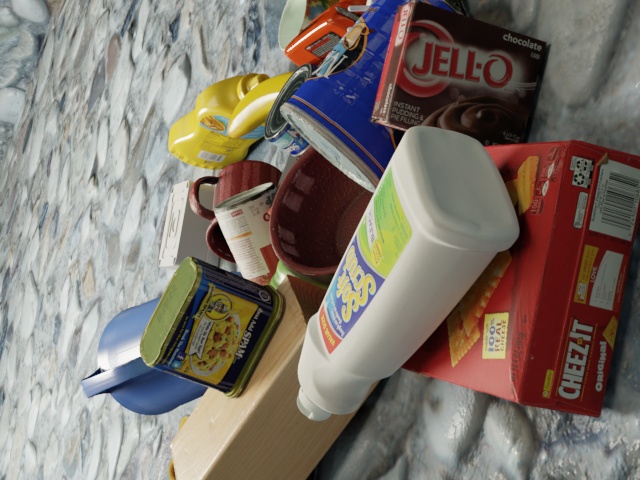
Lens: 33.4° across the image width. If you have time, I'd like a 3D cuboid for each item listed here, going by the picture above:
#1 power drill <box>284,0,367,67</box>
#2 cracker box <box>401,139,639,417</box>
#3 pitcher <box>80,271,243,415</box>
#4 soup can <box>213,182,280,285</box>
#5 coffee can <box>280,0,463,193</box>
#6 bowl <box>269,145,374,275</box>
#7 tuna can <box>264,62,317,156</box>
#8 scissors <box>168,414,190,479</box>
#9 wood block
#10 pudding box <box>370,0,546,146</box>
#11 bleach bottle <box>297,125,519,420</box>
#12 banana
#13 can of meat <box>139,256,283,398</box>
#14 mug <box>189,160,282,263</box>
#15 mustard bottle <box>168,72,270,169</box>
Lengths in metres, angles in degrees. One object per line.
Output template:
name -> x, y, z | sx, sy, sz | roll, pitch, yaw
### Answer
power drill -> 0.027, -0.255, 1.036 | 0.185, 0.057, 0.187 | -19, 49, 60
cracker box -> 0.117, 0.019, 0.734 | 0.214, 0.072, 0.164 | 6, 83, 66
pitcher -> -0.151, 0.117, 1.177 | 0.243, 0.144, 0.149 | -26, 41, 54
soup can -> -0.057, 0.001, 1.067 | 0.069, 0.068, 0.102 | 1, 116, 65
coffee can -> 0.051, -0.123, 0.846 | 0.140, 0.102, 0.103 | -49, 26, -2
bowl -> 0.036, -0.029, 0.908 | 0.162, 0.055, 0.162 | -23, 47, 26
tuna can -> -0.018, -0.125, 1.014 | 0.086, 0.033, 0.086 | -49, 24, 31
scissors -> -0.137, 0.241, 1.245 | 0.202, 0.016, 0.096 | -34, 48, 56
wood block -> -0.039, 0.145, 0.943 | 0.206, 0.090, 0.090 | -56, 29, 19
pudding box -> 0.101, -0.116, 0.783 | 0.039, 0.113, 0.090 | -160, 84, -69
bleach bottle -> 0.041, 0.046, 0.728 | 0.102, 0.068, 0.251 | -101, 29, -44
banana -> -0.038, -0.145, 1.132 | 0.198, 0.037, 0.069 | 6, 83, 50
can of meat -> -0.094, 0.073, 0.906 | 0.102, 0.083, 0.057 | -62, 28, 7
mug -> -0.086, -0.036, 1.153 | 0.093, 0.117, 0.081 | -52, 30, 45
mustard bottle -> -0.106, -0.146, 1.265 | 0.192, 0.096, 0.058 | -36, 47, 56
